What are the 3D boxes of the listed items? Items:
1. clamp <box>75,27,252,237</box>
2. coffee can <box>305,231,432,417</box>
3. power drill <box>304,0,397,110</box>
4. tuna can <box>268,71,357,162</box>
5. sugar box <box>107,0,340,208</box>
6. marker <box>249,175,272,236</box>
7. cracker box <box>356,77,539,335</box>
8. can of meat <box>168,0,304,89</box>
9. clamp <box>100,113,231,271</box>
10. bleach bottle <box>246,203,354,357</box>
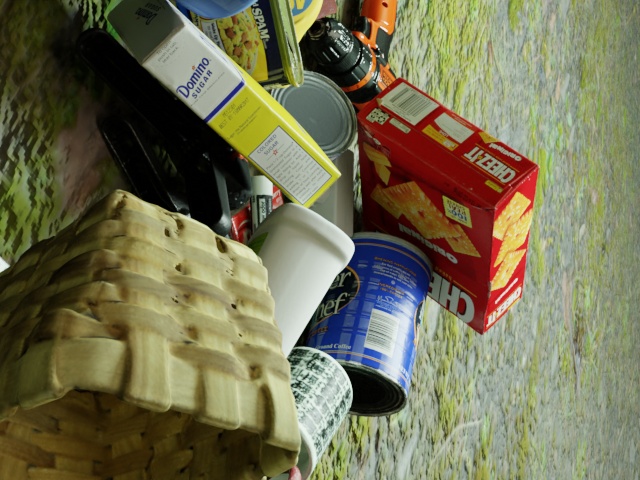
[{"bbox_3d":[-0.097,-0.074,0.772,0.164,0.036,0.210,56,9,1],"label":"clamp"},{"bbox_3d":[0.043,0.078,0.990,0.102,0.103,0.140,54,41,-45],"label":"coffee can"},{"bbox_3d":[0.042,-0.232,1.089,0.184,0.057,0.187,39,55,-59],"label":"power drill"},{"bbox_3d":[-0.013,-0.105,0.942,0.086,0.034,0.086,12,62,-25],"label":"tuna can"},{"bbox_3d":[-0.066,-0.102,0.755,0.176,0.048,0.093,44,5,-40],"label":"sugar box"},{"bbox_3d":[-0.046,0.009,0.854,0.020,0.020,0.121,5,82,-62],"label":"marker"},{"bbox_3d":[0.115,-0.026,1.009,0.072,0.164,0.214,-41,151,-22],"label":"cracker box"},{"bbox_3d":[-0.065,-0.162,0.828,0.057,0.084,0.102,-67,146,-74],"label":"can of meat"},{"bbox_3d":[-0.112,0.001,0.774,0.171,0.039,0.120,46,46,-46],"label":"clamp"},{"bbox_3d":[-0.067,0.097,0.754,0.068,0.103,0.250,33,65,-9],"label":"bleach bottle"}]
